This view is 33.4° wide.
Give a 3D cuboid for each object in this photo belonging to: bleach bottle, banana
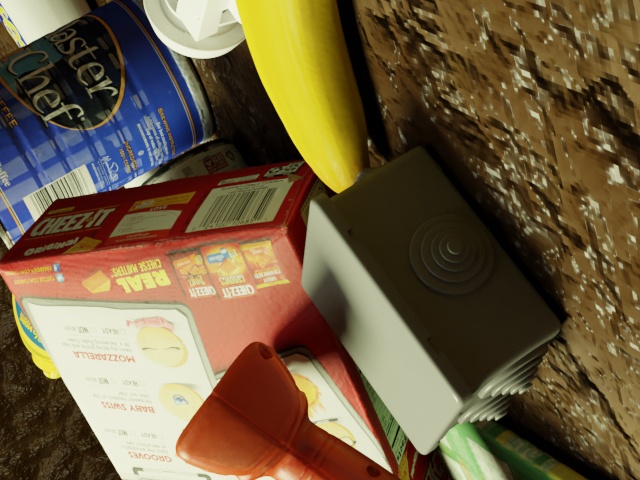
[{"bbox_3d":[-0.187,-0.143,0.780,0.251,0.068,0.103,60,166,-15],"label":"bleach bottle"},{"bbox_3d":[-0.006,-0.085,0.353,0.070,0.037,0.198,57,165,23],"label":"banana"}]

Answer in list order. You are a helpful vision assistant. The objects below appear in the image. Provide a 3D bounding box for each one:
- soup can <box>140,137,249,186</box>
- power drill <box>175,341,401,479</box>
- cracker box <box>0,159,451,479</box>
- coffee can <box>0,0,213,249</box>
[{"bbox_3d":[-0.054,0.001,0.616,0.102,0.068,0.068,58,165,5],"label":"soup can"},{"bbox_3d":[0.033,0.116,0.413,0.187,0.057,0.184,37,169,3],"label":"power drill"},{"bbox_3d":[-0.041,0.070,0.550,0.164,0.072,0.213,-8,122,26],"label":"cracker box"},{"bbox_3d":[-0.150,-0.073,0.640,0.103,0.140,0.103,53,164,21],"label":"coffee can"}]
